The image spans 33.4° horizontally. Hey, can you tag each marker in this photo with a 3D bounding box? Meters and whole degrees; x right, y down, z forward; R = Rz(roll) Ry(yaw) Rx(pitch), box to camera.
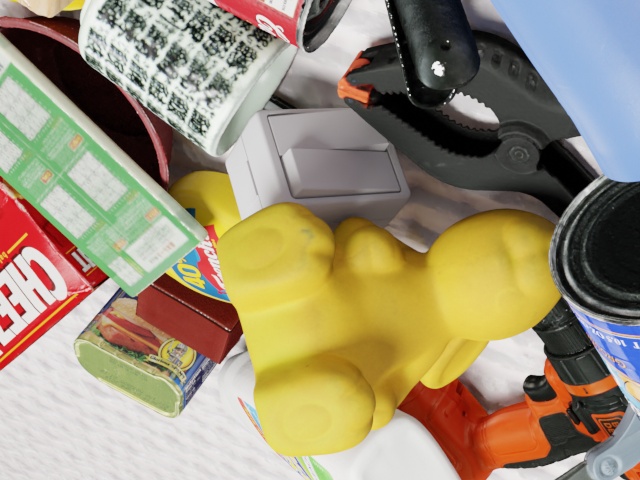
[{"bbox_3d":[-0.055,-0.093,0.638,0.121,0.020,0.020,32,143,5],"label":"marker"}]

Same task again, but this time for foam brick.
[{"bbox_3d":[-0.088,0.043,0.784,0.078,0.053,0.051,30,143,9],"label":"foam brick"}]

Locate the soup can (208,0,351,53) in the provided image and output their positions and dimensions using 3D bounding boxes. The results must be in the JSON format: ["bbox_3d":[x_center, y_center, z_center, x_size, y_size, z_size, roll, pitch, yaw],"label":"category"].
[{"bbox_3d":[-0.035,-0.145,0.525,0.102,0.068,0.069,29,143,10],"label":"soup can"}]

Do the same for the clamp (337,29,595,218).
[{"bbox_3d":[0.111,-0.059,0.531,0.210,0.036,0.165,25,141,9],"label":"clamp"}]

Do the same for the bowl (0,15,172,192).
[{"bbox_3d":[-0.153,-0.087,0.690,0.162,0.055,0.162,21,141,19],"label":"bowl"}]

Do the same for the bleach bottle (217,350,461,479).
[{"bbox_3d":[-0.005,0.136,0.762,0.251,0.068,0.102,16,142,59],"label":"bleach bottle"}]

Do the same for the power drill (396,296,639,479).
[{"bbox_3d":[0.125,0.094,0.669,0.188,0.057,0.184,-17,116,48],"label":"power drill"}]

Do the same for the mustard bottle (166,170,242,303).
[{"bbox_3d":[-0.055,0.001,0.708,0.192,0.058,0.096,12,136,28],"label":"mustard bottle"}]

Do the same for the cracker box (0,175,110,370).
[{"bbox_3d":[-0.266,-0.019,0.796,0.213,0.072,0.164,49,128,-6],"label":"cracker box"}]

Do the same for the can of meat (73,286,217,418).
[{"bbox_3d":[-0.127,0.077,0.825,0.102,0.083,0.057,25,142,14],"label":"can of meat"}]

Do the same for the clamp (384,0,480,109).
[{"bbox_3d":[0.033,-0.135,0.465,0.120,0.039,0.171,97,160,-83],"label":"clamp"}]
